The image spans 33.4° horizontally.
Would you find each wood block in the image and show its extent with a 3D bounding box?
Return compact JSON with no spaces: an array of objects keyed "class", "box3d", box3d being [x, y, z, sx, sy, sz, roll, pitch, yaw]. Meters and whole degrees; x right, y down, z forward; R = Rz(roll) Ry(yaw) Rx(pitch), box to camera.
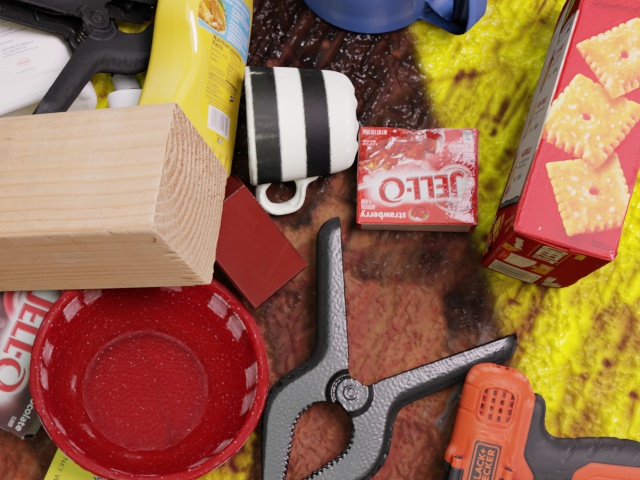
[{"class":"wood block","box3d":[-0.178,-0.023,0.709,0.206,0.090,0.090,-3,63,18]}]

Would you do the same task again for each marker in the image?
[{"class":"marker","box3d":[-0.167,-0.168,0.828,0.020,0.020,0.121,-21,79,0]}]

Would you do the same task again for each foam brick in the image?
[{"class":"foam brick","box3d":[-0.055,0.001,0.760,0.051,0.053,0.078,-39,105,-3]}]

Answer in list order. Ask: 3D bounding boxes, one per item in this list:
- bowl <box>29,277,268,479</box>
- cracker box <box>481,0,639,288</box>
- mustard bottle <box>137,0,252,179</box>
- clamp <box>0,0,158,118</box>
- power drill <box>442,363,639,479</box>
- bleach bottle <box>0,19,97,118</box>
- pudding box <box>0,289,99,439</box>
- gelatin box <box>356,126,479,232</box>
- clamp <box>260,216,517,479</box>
[{"class":"bowl","box3d":[-0.120,0.097,0.745,0.162,0.055,0.162,5,65,-11]},{"class":"cracker box","box3d":[0.179,-0.082,0.717,0.072,0.164,0.213,18,82,5]},{"class":"mustard bottle","box3d":[-0.087,-0.144,0.779,0.058,0.096,0.191,4,79,24]},{"class":"clamp","box3d":[-0.166,-0.140,0.764,0.171,0.039,0.120,-15,78,-39]},{"class":"power drill","box3d":[0.169,0.189,0.719,0.187,0.057,0.184,12,92,4]},{"class":"bleach bottle","box3d":[-0.257,-0.203,0.820,0.102,0.068,0.251,-20,77,-3]},{"class":"pudding box","box3d":[-0.223,0.075,0.778,0.090,0.039,0.113,26,82,8]},{"class":"gelatin box","box3d":[0.072,-0.045,0.785,0.089,0.030,0.073,2,80,4]},{"class":"clamp","box3d":[0.015,0.098,0.758,0.164,0.036,0.210,40,84,6]}]
